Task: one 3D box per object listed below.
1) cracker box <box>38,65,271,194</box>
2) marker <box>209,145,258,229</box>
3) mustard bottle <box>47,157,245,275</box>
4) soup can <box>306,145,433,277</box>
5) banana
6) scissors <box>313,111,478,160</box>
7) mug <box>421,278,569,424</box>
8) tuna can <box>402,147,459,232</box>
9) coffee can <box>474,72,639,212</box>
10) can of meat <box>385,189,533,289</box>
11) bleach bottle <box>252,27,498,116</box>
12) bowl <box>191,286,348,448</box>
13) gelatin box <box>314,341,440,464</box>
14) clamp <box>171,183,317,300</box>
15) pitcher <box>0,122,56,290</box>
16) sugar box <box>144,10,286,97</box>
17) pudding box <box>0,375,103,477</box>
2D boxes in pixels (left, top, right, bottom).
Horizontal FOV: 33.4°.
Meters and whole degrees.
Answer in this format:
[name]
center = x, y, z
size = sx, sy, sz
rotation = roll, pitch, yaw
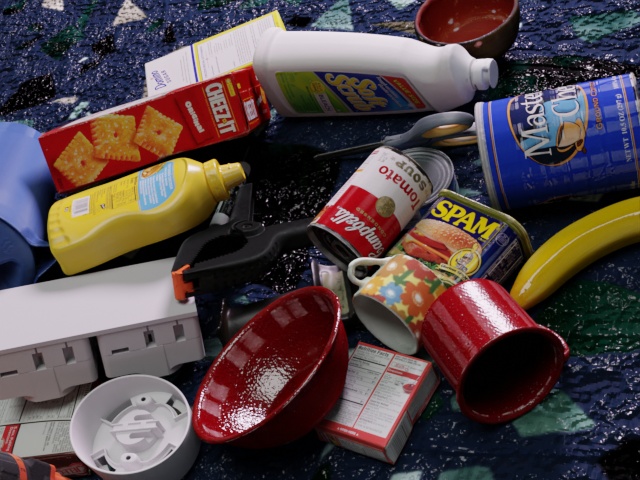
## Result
[cracker box]
center = -0.170, -0.121, 1.145
size = 0.214, 0.072, 0.164
rotation = -16, 10, 9
[marker]
center = -0.090, -0.056, 1.130
size = 0.020, 0.020, 0.121
rotation = -1, 48, 23
[mustard bottle]
center = -0.164, -0.034, 1.030
size = 0.191, 0.058, 0.096
rotation = -20, 32, 4
[soup can]
center = 0.045, -0.026, 0.957
size = 0.069, 0.068, 0.102
rotation = 26, 68, 40
[banana]
center = 0.247, 0.002, 0.907
size = 0.198, 0.037, 0.069
rotation = -19, 42, 6
[scissors]
center = 0.076, -0.102, 1.060
size = 0.202, 0.096, 0.016
rotation = -5, 79, 17
[mug]
center = 0.142, 0.083, 0.848
size = 0.117, 0.093, 0.081
rotation = -3, 32, -23
[tuna can]
center = 0.090, -0.049, 1.030
size = 0.086, 0.033, 0.086
rotation = -13, 44, 13
[coffee can]
center = 0.218, -0.087, 0.960
size = 0.140, 0.102, 0.102
rotation = -10, 45, 15
[can of meat]
center = 0.120, 0.013, 0.941
size = 0.102, 0.057, 0.084
rotation = 28, 66, 41
[bleach bottle]
center = 0.060, -0.178, 1.120
size = 0.251, 0.102, 0.068
rotation = 3, 55, 28
[bowl]
center = -0.030, 0.116, 0.883
size = 0.162, 0.055, 0.162
rotation = -36, 24, 19
[gelatin box]
center = 0.046, 0.132, 0.876
size = 0.073, 0.030, 0.089
rotation = 12, 54, 34
[clamp]
center = -0.057, 0.001, 1.003
size = 0.165, 0.036, 0.209
rotation = 9, 28, 28
[pitcher]
center = -0.355, -0.030, 1.116
size = 0.145, 0.149, 0.243
rotation = -45, 23, 19
[sugar box]
center = -0.119, -0.203, 1.270
size = 0.176, 0.048, 0.093
rotation = -22, 43, 8
[pudding box]
center = -0.253, 0.171, 0.967
size = 0.113, 0.039, 0.090
rotation = -8, 43, 13
